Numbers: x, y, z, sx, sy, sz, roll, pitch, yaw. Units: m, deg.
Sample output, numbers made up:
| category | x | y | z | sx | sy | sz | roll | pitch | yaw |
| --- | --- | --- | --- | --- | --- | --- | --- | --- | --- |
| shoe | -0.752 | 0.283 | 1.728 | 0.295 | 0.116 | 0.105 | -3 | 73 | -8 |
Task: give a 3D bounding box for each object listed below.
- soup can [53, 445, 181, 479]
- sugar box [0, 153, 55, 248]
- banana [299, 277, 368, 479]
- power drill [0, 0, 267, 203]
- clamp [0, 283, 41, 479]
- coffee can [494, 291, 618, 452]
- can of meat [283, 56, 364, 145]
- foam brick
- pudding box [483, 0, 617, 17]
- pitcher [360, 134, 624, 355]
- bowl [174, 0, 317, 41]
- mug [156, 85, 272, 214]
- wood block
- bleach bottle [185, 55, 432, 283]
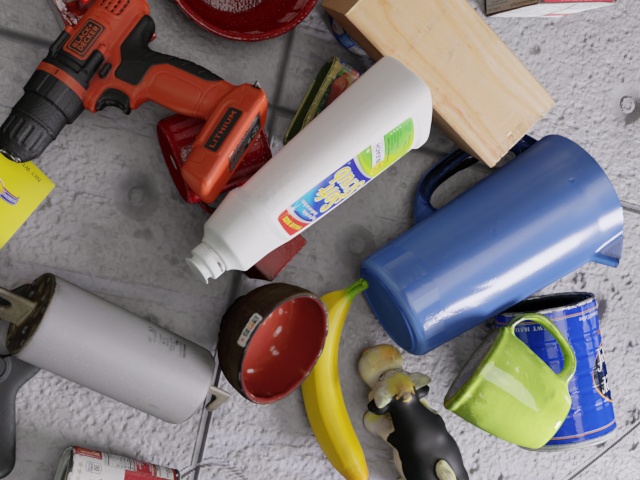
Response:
| category | x | y | z | sx | sy | sz | roll | pitch | yaw |
| --- | --- | --- | --- | --- | --- | --- | --- | --- | --- |
| soup can | -0.183 | 0.225 | 0.947 | 0.102 | 0.069 | 0.068 | 18 | 84 | -18 |
| sugar box | -0.313 | -0.012 | 0.886 | 0.093 | 0.048 | 0.176 | 47 | 59 | -25 |
| banana | 0.011 | 0.134 | 1.018 | 0.037 | 0.070 | 0.198 | -5 | 95 | -52 |
| power drill | -0.154 | -0.109 | 0.897 | 0.188 | 0.057 | 0.184 | 31 | 75 | 7 |
| clamp | -0.297 | 0.109 | 0.922 | 0.120 | 0.039 | 0.171 | 24 | 76 | -27 |
| coffee can | 0.236 | 0.130 | 1.075 | 0.102 | 0.103 | 0.140 | -12 | 94 | -19 |
| can of meat | 0.023 | -0.114 | 1.027 | 0.084 | 0.057 | 0.102 | 29 | 81 | -15 |
| foam brick | -0.056 | 0.001 | 0.987 | 0.053 | 0.078 | 0.051 | 46 | 77 | -13 |
| pudding box | 0.228 | -0.248 | 1.067 | 0.090 | 0.114 | 0.039 | -4 | 94 | -19 |
| pitcher | 0.157 | 0.000 | 1.045 | 0.242 | 0.149 | 0.145 | -30 | 114 | -14 |
| bowl | -0.078 | -0.261 | 0.991 | 0.162 | 0.055 | 0.162 | 0 | 90 | -19 |
| mug | -0.095 | -0.074 | 0.974 | 0.081 | 0.093 | 0.117 | -22 | 126 | -13 |
| wood block | 0.110 | -0.176 | 0.997 | 0.090 | 0.091 | 0.206 | -46 | 113 | 4 |
| bleach bottle | -0.012 | -0.050 | 0.924 | 0.250 | 0.102 | 0.068 | -41 | 71 | -16 |
